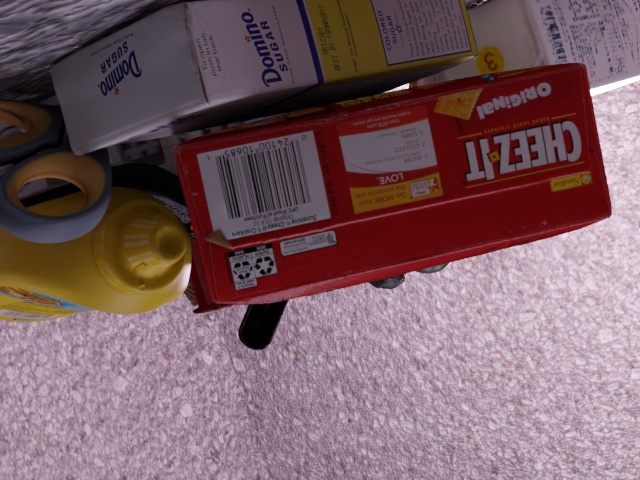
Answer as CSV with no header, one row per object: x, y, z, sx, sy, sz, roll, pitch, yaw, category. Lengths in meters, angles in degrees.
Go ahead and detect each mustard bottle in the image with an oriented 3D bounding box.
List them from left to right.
-0.118,0.009,0.520,0.096,0.058,0.192,9,170,-35,mustard bottle

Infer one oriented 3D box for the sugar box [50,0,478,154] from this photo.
-0.019,-0.080,0.474,0.094,0.048,0.175,-12,-178,44,sugar box

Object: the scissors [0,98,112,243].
-0.089,-0.046,0.484,0.201,0.096,0.016,-17,142,-44,scissors

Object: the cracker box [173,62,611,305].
0.017,-0.029,0.507,0.164,0.072,0.214,-13,-174,-6,cracker box

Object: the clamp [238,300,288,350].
-0.005,-0.029,0.723,0.165,0.036,0.210,117,-5,-60,clamp
